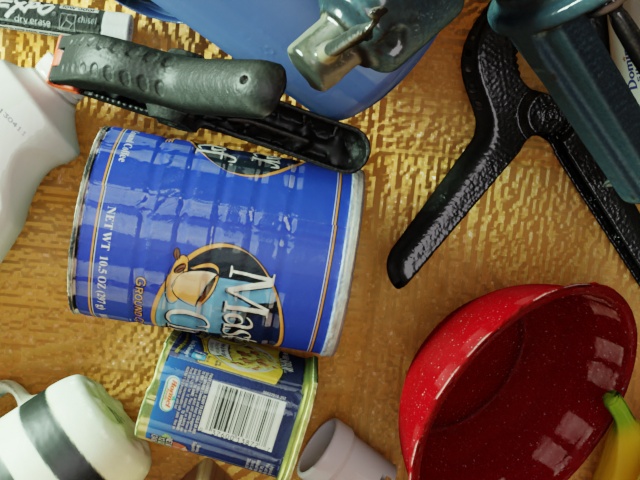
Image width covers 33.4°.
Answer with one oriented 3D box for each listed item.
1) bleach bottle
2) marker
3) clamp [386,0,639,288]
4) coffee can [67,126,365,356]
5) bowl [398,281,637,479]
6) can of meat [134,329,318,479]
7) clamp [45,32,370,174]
[{"bbox_3d":[-0.213,-0.003,0.588,0.102,0.068,0.251,44,91,-6],"label":"bleach bottle"},{"bbox_3d":[-0.166,-0.126,0.598,0.121,0.020,0.020,8,96,-2],"label":"marker"},{"bbox_3d":[0.133,-0.064,0.604,0.164,0.036,0.210,10,92,-8],"label":"clamp"},{"bbox_3d":[-0.054,0.001,0.572,0.140,0.103,0.103,10,95,-3],"label":"coffee can"},{"bbox_3d":[0.098,0.082,0.587,0.161,0.055,0.162,-19,127,-28],"label":"bowl"},{"bbox_3d":[-0.049,0.085,0.582,0.084,0.102,0.057,17,95,-2],"label":"can of meat"},{"bbox_3d":[-0.059,-0.070,0.534,0.172,0.120,0.039,19,81,34],"label":"clamp"}]
